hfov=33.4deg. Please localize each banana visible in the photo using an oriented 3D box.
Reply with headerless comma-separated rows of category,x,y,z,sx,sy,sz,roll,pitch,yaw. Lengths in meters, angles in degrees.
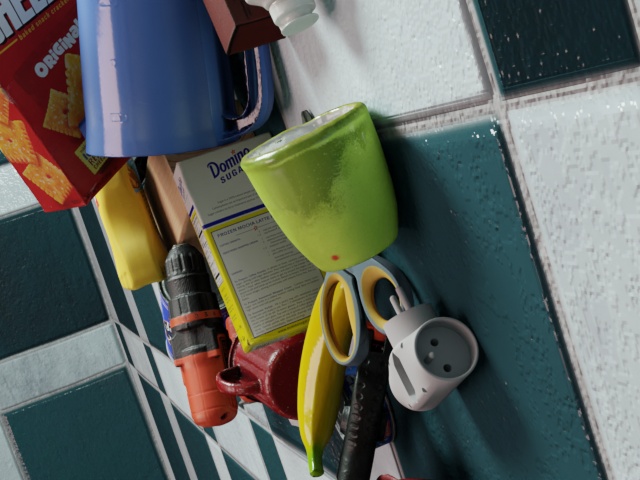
banana,0.011,0.091,0.870,0.070,0.037,0.198,-138,53,-60

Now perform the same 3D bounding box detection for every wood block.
wood block,-0.120,-0.052,1.088,0.091,0.090,0.206,66,162,11

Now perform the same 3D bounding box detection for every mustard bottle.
mustard bottle,-0.208,-0.048,1.102,0.096,0.058,0.191,-130,22,-80

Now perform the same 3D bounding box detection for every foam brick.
foam brick,-0.059,-0.190,0.802,0.051,0.053,0.078,131,118,-71

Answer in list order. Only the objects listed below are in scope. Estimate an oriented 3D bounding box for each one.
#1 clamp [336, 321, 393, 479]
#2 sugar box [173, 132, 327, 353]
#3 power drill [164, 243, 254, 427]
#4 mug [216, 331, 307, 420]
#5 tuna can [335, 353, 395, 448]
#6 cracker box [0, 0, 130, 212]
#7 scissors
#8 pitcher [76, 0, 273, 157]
clamp,0.033,0.145,0.848,0.120,0.039,0.171,-112,34,-84
sugar box,-0.056,0.001,0.946,0.048,0.093,0.176,125,124,-70
power drill,-0.102,0.101,1.117,0.187,0.057,0.184,23,-126,-71
mug,-0.041,0.123,1.006,0.082,0.117,0.093,19,117,63
tuna can,0.031,0.144,0.939,0.086,0.033,0.086,57,159,35
cracker box,-0.243,-0.159,0.974,0.072,0.164,0.213,-6,125,38
scissors,0.026,-0.008,0.797,0.096,0.016,0.202,-9,82,44
pitcher,-0.132,-0.193,0.886,0.145,0.149,0.243,-148,52,-68
